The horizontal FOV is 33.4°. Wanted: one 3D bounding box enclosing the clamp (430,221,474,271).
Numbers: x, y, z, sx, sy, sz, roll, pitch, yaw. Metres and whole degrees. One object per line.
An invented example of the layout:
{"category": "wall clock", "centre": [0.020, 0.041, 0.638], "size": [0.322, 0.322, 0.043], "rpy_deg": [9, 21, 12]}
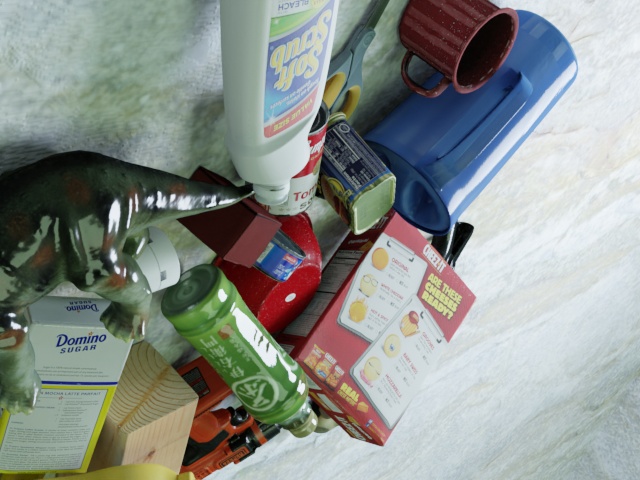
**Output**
{"category": "clamp", "centre": [0.154, 0.029, 1.355], "size": [0.164, 0.036, 0.210], "rpy_deg": [54, 53, -65]}

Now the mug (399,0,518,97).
{"category": "mug", "centre": [0.124, -0.193, 1.037], "size": [0.117, 0.082, 0.093], "rpy_deg": [-54, 153, 8]}

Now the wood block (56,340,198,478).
{"category": "wood block", "centre": [-0.199, 0.214, 1.069], "size": [0.090, 0.090, 0.206], "rpy_deg": [-23, 143, -41]}

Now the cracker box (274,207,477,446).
{"category": "cracker box", "centre": [0.059, 0.095, 1.198], "size": [0.164, 0.072, 0.213], "rpy_deg": [47, 66, -27]}

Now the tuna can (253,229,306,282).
{"category": "tuna can", "centre": [-0.057, 0.001, 1.011], "size": [0.034, 0.086, 0.086], "rpy_deg": [-51, 153, 6]}

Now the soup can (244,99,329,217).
{"category": "soup can", "centre": [-0.032, -0.079, 0.964], "size": [0.068, 0.069, 0.102], "rpy_deg": [-31, 149, -32]}

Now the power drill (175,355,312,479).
{"category": "power drill", "centre": [-0.103, 0.189, 1.184], "size": [0.184, 0.057, 0.187], "rpy_deg": [-33, 147, -6]}

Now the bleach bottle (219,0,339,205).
{"category": "bleach bottle", "centre": [-0.030, -0.143, 0.834], "size": [0.102, 0.068, 0.251], "rpy_deg": [-26, 134, -35]}

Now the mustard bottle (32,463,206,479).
{"category": "mustard bottle", "centre": [-0.189, 0.245, 0.978], "size": [0.191, 0.058, 0.096], "rpy_deg": [-10, 134, -2]}

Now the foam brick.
{"category": "foam brick", "centre": [-0.084, -0.020, 0.950], "size": [0.051, 0.078, 0.053], "rpy_deg": [-54, 153, 6]}

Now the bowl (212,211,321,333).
{"category": "bowl", "centre": [-0.051, 0.046, 1.114], "size": [0.162, 0.055, 0.162], "rpy_deg": [-37, 151, -25]}

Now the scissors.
{"category": "scissors", "centre": [0.043, -0.179, 1.007], "size": [0.202, 0.016, 0.096], "rpy_deg": [-51, 155, 4]}

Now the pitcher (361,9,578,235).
{"category": "pitcher", "centre": [0.163, -0.131, 1.119], "size": [0.242, 0.149, 0.145], "rpy_deg": [-45, 144, -15]}

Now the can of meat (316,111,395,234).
{"category": "can of meat", "centre": [0.027, -0.063, 1.035], "size": [0.057, 0.084, 0.102], "rpy_deg": [-37, 162, -10]}

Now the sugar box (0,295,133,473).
{"category": "sugar box", "centre": [-0.229, 0.127, 0.928], "size": [0.093, 0.048, 0.176], "rpy_deg": [7, 121, -29]}
